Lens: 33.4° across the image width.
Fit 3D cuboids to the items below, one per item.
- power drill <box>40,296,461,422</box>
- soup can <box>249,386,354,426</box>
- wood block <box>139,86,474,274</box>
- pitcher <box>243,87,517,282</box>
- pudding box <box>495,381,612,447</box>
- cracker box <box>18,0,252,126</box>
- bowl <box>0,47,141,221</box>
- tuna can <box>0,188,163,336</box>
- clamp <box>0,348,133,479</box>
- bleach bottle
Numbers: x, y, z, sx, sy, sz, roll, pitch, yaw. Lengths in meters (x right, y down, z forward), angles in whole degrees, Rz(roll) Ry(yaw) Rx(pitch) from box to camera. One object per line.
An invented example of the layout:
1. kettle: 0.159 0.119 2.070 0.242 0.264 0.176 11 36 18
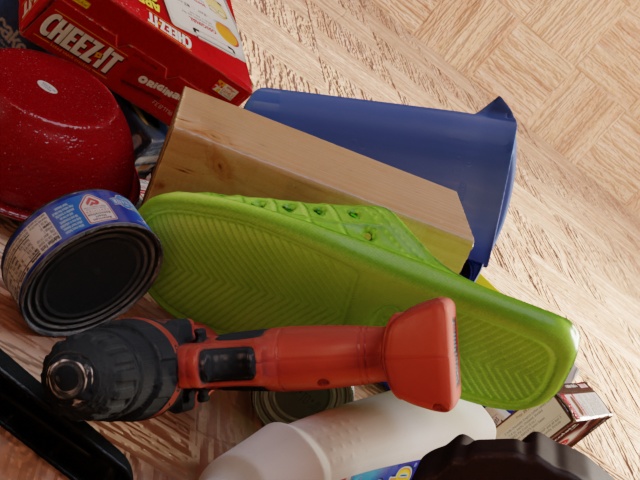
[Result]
1. power drill: -0.026 0.060 0.535 0.184 0.188 0.057 10 78 -79
2. soup can: -0.012 0.079 0.722 0.068 0.069 0.102 36 20 -15
3. wood block: -0.013 -0.015 0.720 0.206 0.090 0.091 20 23 -10
4. pitcher: 0.047 -0.053 0.946 0.243 0.145 0.149 11 43 9
5. pudding box: 0.160 0.156 0.821 0.039 0.114 0.089 53 22 24
6. cracker box: -0.147 -0.194 0.822 0.164 0.072 0.214 30 30 -36
7. bowl: -0.185 -0.078 0.698 0.162 0.055 0.162 22 29 -13
8. tuna can: -0.134 0.013 0.599 0.086 0.086 0.034 14 31 -54
9. clamp: -0.180 0.047 0.504 0.164 0.036 0.210 26 23 -54
10. bleach bottle: 0.006 0.139 0.603 0.068 0.103 0.250 41 23 28
